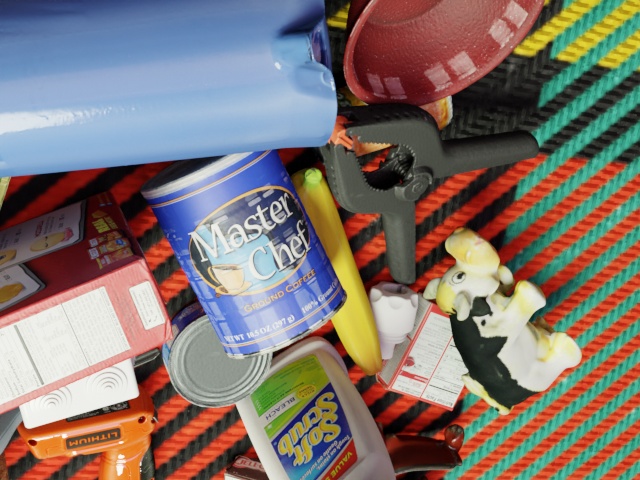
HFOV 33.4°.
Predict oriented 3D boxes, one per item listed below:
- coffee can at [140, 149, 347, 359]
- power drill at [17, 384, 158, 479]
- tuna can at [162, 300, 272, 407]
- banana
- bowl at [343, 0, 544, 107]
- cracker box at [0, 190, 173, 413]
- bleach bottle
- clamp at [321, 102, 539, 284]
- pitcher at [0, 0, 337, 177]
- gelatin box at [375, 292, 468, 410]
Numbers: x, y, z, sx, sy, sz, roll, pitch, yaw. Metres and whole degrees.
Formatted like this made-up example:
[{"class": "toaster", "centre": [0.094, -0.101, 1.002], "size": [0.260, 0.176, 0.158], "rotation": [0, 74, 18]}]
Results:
[{"class": "coffee can", "centre": [-0.055, 0.001, 0.785], "size": [0.102, 0.103, 0.140], "rotation": [-28, 104, -8]}, {"class": "power drill", "centre": [-0.193, 0.216, 0.864], "size": [0.184, 0.057, 0.188], "rotation": [-12, 117, -19]}, {"class": "tuna can", "centre": [-0.084, 0.090, 0.865], "size": [0.086, 0.034, 0.086], "rotation": [-7, 113, -17]}, {"class": "banana", "centre": [0.008, 0.018, 0.852], "size": [0.037, 0.069, 0.198], "rotation": [-18, 120, 4]}, {"class": "bowl", "centre": [0.078, -0.167, 0.749], "size": [0.162, 0.055, 0.162], "rotation": [-22, 150, -13]}, {"class": "cracker box", "centre": [-0.220, 0.054, 0.728], "size": [0.213, 0.164, 0.072], "rotation": [-23, 115, -11]}, {"class": "bleach bottle", "centre": [0.013, 0.167, 0.808], "size": [0.102, 0.251, 0.068], "rotation": [-32, 118, -6]}, {"class": "clamp", "centre": [0.075, -0.057, 0.818], "size": [0.164, 0.036, 0.209], "rotation": [-44, 142, 8]}, {"class": "pitcher", "centre": [-0.120, -0.110, 0.687], "size": [0.242, 0.145, 0.149], "rotation": [-10, 147, -14]}, {"class": "gelatin box", "centre": [0.101, 0.098, 0.939], "size": [0.073, 0.030, 0.089], "rotation": [21, 101, -27]}]
